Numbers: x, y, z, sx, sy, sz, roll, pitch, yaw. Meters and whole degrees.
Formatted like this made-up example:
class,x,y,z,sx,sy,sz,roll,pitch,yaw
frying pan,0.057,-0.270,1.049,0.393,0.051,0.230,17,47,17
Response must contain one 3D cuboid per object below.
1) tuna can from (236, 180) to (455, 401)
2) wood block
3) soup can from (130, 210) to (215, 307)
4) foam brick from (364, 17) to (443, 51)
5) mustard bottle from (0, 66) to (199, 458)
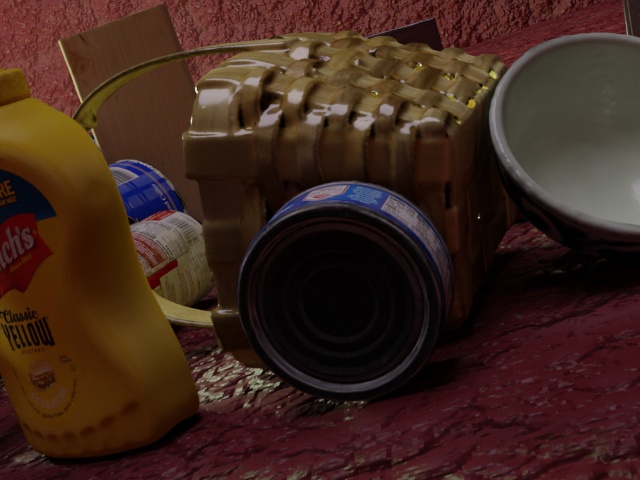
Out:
class,x,y,z,sx,sy,sz,roll,pitch,yaw
tuna can,0.010,0.021,0.432,0.086,0.086,0.033,-15,13,18
wood block,-0.138,-0.084,0.908,0.091,0.206,0.090,-20,10,-2
soup can,-0.116,0.025,0.684,0.069,0.068,0.102,-14,11,26
foam brick,0.069,-0.152,0.915,0.078,0.051,0.053,-15,-4,7
mustard bottle,-0.126,0.001,0.479,0.096,0.191,0.058,-10,13,40
